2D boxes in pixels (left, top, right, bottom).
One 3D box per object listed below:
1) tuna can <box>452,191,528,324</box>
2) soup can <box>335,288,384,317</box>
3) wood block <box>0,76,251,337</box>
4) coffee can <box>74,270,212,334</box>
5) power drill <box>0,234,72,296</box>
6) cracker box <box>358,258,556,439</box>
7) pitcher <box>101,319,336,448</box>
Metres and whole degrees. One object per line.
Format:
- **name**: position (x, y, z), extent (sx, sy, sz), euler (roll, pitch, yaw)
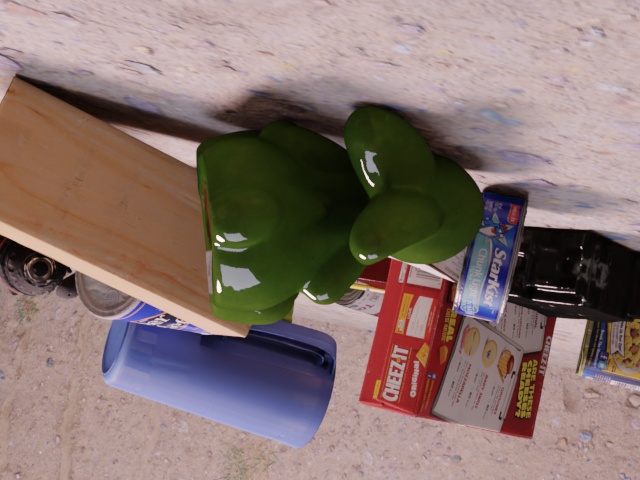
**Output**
- **tuna can**: position (0.114, 0.011, 0.716), extent (0.034, 0.086, 0.086), euler (13, 173, 9)
- **soup can**: position (0.062, 0.051, 1.205), extent (0.069, 0.068, 0.102), euler (5, 170, 44)
- **wood block**: position (-0.134, -0.017, 0.725), extent (0.206, 0.090, 0.091), euler (27, 169, -15)
- **coffee can**: position (-0.152, 0.034, 1.041), extent (0.103, 0.103, 0.140), euler (7, 174, 38)
- **power drill**: position (-0.166, -0.003, 0.855), extent (0.187, 0.057, 0.185), euler (-14, -170, -19)
- **cracker box**: position (0.136, 0.089, 0.989), extent (0.072, 0.164, 0.213), euler (8, 172, 39)
- **pitcher**: position (-0.108, 0.133, 1.183), extent (0.242, 0.149, 0.145), euler (19, -174, -20)
